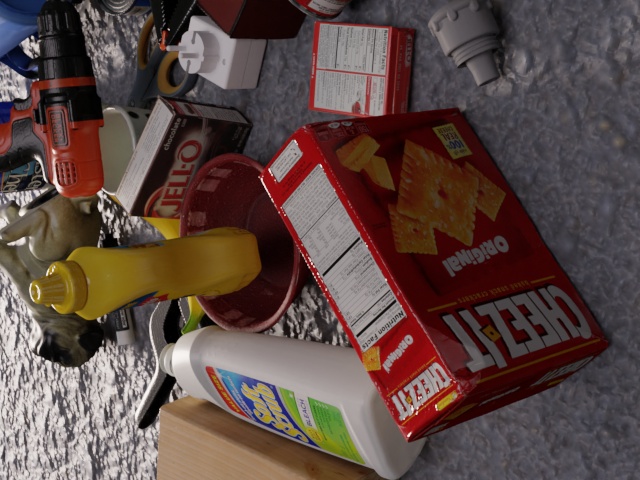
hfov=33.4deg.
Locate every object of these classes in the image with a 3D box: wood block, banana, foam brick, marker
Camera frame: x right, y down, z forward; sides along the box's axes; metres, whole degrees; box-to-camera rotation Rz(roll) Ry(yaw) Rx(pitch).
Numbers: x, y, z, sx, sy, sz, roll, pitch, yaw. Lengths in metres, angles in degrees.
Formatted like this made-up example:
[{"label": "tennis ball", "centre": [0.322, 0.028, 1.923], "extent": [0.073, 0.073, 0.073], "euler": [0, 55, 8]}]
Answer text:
[{"label": "wood block", "centre": [-0.041, 0.207, 0.935], "extent": [0.206, 0.090, 0.091], "euler": [16, 109, 37]}, {"label": "banana", "centre": [-0.146, -0.002, 1.040], "extent": [0.198, 0.069, 0.037], "euler": [58, 175, 30]}, {"label": "foam brick", "centre": [-0.053, -0.205, 0.897], "extent": [0.053, 0.078, 0.051], "euler": [48, 127, 27]}, {"label": "marker", "centre": [-0.219, 0.052, 1.152], "extent": [0.020, 0.020, 0.121], "euler": [-11, 89, 46]}]

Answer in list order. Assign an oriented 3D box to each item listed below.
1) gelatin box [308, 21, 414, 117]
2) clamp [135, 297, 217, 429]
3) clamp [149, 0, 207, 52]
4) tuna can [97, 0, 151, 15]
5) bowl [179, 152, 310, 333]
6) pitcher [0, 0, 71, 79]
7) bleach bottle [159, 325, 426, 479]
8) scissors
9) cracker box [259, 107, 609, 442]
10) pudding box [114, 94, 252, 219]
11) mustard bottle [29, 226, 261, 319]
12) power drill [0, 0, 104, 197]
[{"label": "gelatin box", "centre": [0.032, -0.137, 0.855], "extent": [0.089, 0.030, 0.073], "euler": [15, 106, 43]}, {"label": "clamp", "centre": [-0.145, 0.123, 1.070], "extent": [0.120, 0.039, 0.171], "euler": [-4, 92, 28]}, {"label": "clamp", "centre": [-0.113, -0.277, 0.972], "extent": [0.165, 0.036, 0.210], "euler": [14, 101, 44]}, {"label": "tuna can", "centre": [-0.190, -0.266, 1.057], "extent": [0.086, 0.033, 0.086], "euler": [10, 104, 44]}, {"label": "bowl", "centre": [-0.056, 0.001, 0.951], "extent": [0.162, 0.055, 0.162], "euler": [10, 104, 44]}, {"label": "pitcher", "centre": [-0.334, -0.253, 1.113], "extent": [0.243, 0.149, 0.145], "euler": [3, 92, 58]}, {"label": "bleach bottle", "centre": [-0.037, 0.126, 0.906], "extent": [0.251, 0.068, 0.102], "euler": [7, 131, 38]}, {"label": "scissors", "centre": [-0.173, -0.135, 1.075], "extent": [0.096, 0.016, 0.202], "euler": [43, 125, 32]}, {"label": "cracker box", "centre": [0.080, 0.012, 0.736], "extent": [0.072, 0.163, 0.214], "euler": [-48, 63, 41]}, {"label": "pudding box", "centre": [-0.126, -0.073, 0.978], "extent": [0.039, 0.089, 0.114], "euler": [44, 118, 36]}, {"label": "mustard bottle", "centre": [-0.147, 0.028, 0.870], "extent": [0.096, 0.191, 0.058], "euler": [-11, 88, 46]}, {"label": "power drill", "centre": [-0.296, -0.128, 1.017], "extent": [0.188, 0.057, 0.184], "euler": [-3, 96, 24]}]
